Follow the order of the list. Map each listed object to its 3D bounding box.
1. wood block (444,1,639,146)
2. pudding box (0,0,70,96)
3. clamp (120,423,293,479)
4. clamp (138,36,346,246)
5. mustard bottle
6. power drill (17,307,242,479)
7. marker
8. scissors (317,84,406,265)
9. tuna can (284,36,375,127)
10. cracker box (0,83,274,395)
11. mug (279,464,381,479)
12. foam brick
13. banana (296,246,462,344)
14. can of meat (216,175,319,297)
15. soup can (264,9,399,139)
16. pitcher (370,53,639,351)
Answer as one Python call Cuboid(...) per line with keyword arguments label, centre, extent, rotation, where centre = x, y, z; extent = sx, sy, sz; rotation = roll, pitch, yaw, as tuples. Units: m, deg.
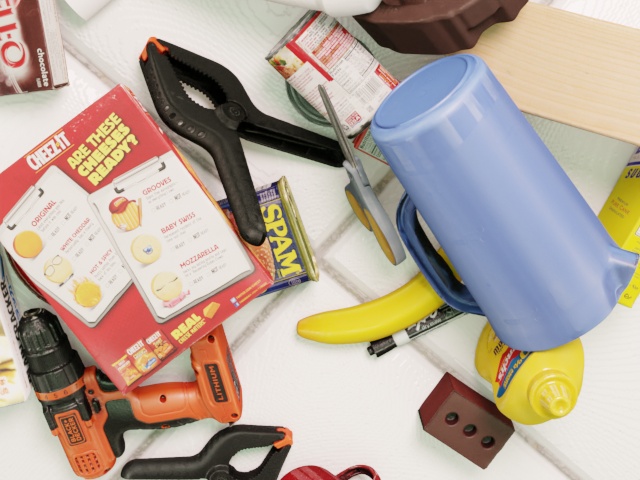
Cuboid(label="wood block", centre=(0.218, -0.144, 0.909), extent=(0.206, 0.090, 0.091), rotation=(20, 103, 22))
Cuboid(label="pudding box", centre=(-0.277, -0.185, 0.940), extent=(0.090, 0.039, 0.113), rotation=(-4, 105, 17))
Cuboid(label="clamp", centre=(-0.109, 0.229, 1.058), extent=(0.171, 0.039, 0.120), rotation=(-40, 106, 1))
Cuboid(label="clamp", centre=(-0.074, -0.105, 0.954), extent=(0.210, 0.164, 0.036), rotation=(48, 134, 7))
Cuboid(label="mustard bottle", centre=(0.192, 0.113, 0.961), extent=(0.058, 0.191, 0.096), rotation=(33, 100, -10))
Cuboid(label="power drill", centre=(-0.178, 0.128, 1.015), extent=(0.187, 0.057, 0.184), rotation=(-14, 114, 4))
Cuboid(label="marker", centre=(0.101, 0.082, 1.039), extent=(0.121, 0.020, 0.020), rotation=(-27, 103, 5))
Cuboid(label="scissors", centre=(0.026, -0.064, 0.946), extent=(0.016, 0.096, 0.201), rotation=(-32, 119, -7))
Cuboid(label="tuna can", centre=(0.010, -0.148, 0.973), extent=(0.086, 0.034, 0.086), rotation=(0, 104, -2))
Cuboid(label="cracker box", centre=(-0.168, -0.002, 0.925), extent=(0.164, 0.072, 0.213), rotation=(-37, 98, -1))
Cuboid(label="mug", centre=(0.009, 0.262, 1.040), extent=(0.117, 0.082, 0.093), rotation=(-42, 117, -15))
Cuboid(label="foam brick", centre=(0.142, 0.177, 1.047), extent=(0.078, 0.051, 0.053), rotation=(33, 101, -9))
Cuboid(label="banana", centre=(0.072, 0.052, 1.025), extent=(0.198, 0.037, 0.069), rotation=(-37, 85, 5))
Cuboid(label="can of meat", centre=(-0.057, 0.001, 0.996), extent=(0.084, 0.057, 0.102), rotation=(-18, 103, 5))
Cuboid(label="soup can", centre=(0.012, -0.146, 0.920), extent=(0.102, 0.068, 0.068), rotation=(43, 98, -11))
Cuboid(label="pitcher", centre=(0.140, -0.030, 0.902), extent=(0.149, 0.145, 0.242), rotation=(-38, 114, 0))
